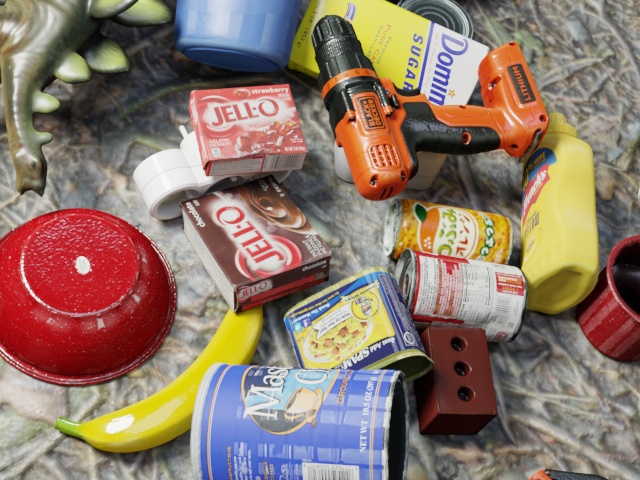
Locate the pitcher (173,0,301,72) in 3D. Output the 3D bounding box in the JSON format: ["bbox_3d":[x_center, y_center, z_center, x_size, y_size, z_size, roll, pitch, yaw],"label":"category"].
[{"bbox_3d":[-0.071,-0.285,0.970,0.149,0.145,0.243,8,89,-15],"label":"pitcher"}]

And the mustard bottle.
[{"bbox_3d":[0.214,-0.036,0.967,0.058,0.096,0.191,12,58,-7],"label":"mustard bottle"}]

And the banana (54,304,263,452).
[{"bbox_3d":[-0.107,0.110,0.838,0.197,0.037,0.070,-33,73,-28],"label":"banana"}]

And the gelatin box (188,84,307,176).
[{"bbox_3d":[-0.062,-0.095,0.909,0.089,0.030,0.073,-6,61,-18],"label":"gelatin box"}]

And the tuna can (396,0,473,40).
[{"bbox_3d":[0.110,-0.210,1.081,0.086,0.034,0.086,6,59,-10],"label":"tuna can"}]

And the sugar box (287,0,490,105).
[{"bbox_3d":[0.065,-0.175,1.023,0.176,0.048,0.093,24,89,4],"label":"sugar box"}]

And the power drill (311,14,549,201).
[{"bbox_3d":[0.094,-0.128,0.944,0.187,0.057,0.184,-9,67,-16],"label":"power drill"}]

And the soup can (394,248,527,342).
[{"bbox_3d":[0.117,0.048,0.911,0.102,0.069,0.068,9,58,-9],"label":"soup can"}]

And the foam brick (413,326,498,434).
[{"bbox_3d":[0.109,0.115,0.879,0.053,0.051,0.078,2,60,-13],"label":"foam brick"}]

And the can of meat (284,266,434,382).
[{"bbox_3d":[0.028,0.081,0.858,0.102,0.057,0.084,-27,62,13],"label":"can of meat"}]

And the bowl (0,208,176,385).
[{"bbox_3d":[-0.193,0.031,0.853,0.162,0.055,0.162,6,59,-11],"label":"bowl"}]

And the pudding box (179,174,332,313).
[{"bbox_3d":[-0.056,0.001,0.897,0.089,0.039,0.114,-18,47,-23],"label":"pudding box"}]

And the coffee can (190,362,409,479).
[{"bbox_3d":[-0.012,0.143,0.776,0.140,0.103,0.102,1,57,13],"label":"coffee can"}]
